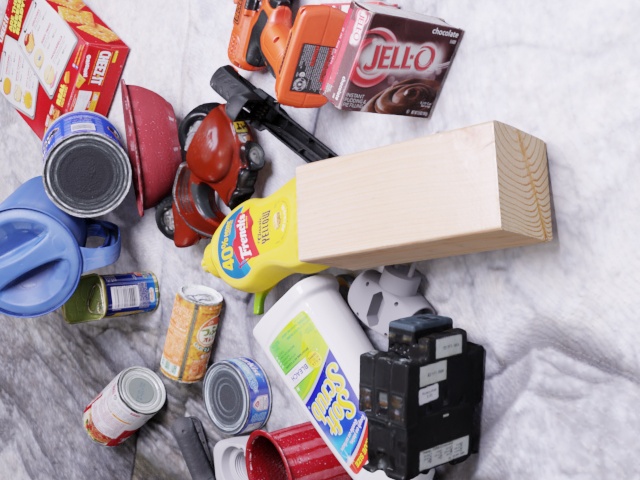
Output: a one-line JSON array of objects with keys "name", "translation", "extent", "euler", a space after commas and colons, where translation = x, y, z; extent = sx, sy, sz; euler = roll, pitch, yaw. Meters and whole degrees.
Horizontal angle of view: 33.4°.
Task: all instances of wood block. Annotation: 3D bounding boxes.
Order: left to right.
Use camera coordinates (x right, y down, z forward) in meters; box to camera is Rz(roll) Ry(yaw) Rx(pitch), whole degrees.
[{"name": "wood block", "translation": [0.085, -0.033, 0.928], "extent": [0.207, 0.090, 0.091], "euler": [-10, 77, 38]}]

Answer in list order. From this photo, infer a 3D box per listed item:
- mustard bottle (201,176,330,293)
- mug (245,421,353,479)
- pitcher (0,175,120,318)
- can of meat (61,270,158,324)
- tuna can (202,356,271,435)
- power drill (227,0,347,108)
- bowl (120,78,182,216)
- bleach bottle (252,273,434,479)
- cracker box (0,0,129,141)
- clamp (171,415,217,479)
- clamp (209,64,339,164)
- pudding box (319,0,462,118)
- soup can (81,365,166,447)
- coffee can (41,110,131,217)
[{"name": "mustard bottle", "translation": [-0.057, 0.001, 1.073], "extent": [0.192, 0.058, 0.096], "euler": [-22, 61, 45]}, {"name": "mug", "translation": [-0.021, 0.238, 1.084], "extent": [0.093, 0.081, 0.117], "euler": [45, 134, 43]}, {"name": "pitcher", "translation": [-0.340, -0.005, 1.324], "extent": [0.145, 0.149, 0.243], "euler": [-47, 15, 8]}, {"name": "can of meat", "translation": [-0.263, 0.070, 1.334], "extent": [0.102, 0.083, 0.057], "euler": [-12, 84, 47]}, {"name": "tuna can", "translation": [-0.095, 0.175, 1.200], "extent": [0.086, 0.033, 0.086], "euler": [4, 96, 46]}, {"name": "power drill", "translation": [-0.032, -0.229, 1.059], "extent": [0.188, 0.057, 0.185], "euler": [-122, 40, -51]}, {"name": "bowl", "translation": [-0.194, -0.111, 1.243], "extent": [0.162, 0.055, 0.162], "euler": [171, 90, -79]}, {"name": "bleach bottle", "translation": [0.038, 0.160, 1.027], "extent": [0.103, 0.067, 0.251], "euler": [-47, 69, 32]}, {"name": "cracker box", "translation": [-0.351, -0.237, 1.418], "extent": [0.214, 0.071, 0.164], "euler": [45, 123, 36]}, {"name": "clamp", "translation": [-0.130, 0.276, 1.225], "extent": [0.120, 0.039, 0.171], "euler": [-73, -36, -89]}, {"name": "clamp", "translation": [-0.066, -0.135, 1.082], "extent": [0.036, 0.164, 0.210], "euler": [-53, 44, 8]}, {"name": "pudding box", "translation": [0.063, -0.160, 0.953], "extent": [0.039, 0.113, 0.090], "euler": [43, 122, 40]}, {"name": "soup can", "translation": [-0.247, 0.208, 1.339], "extent": [0.102, 0.068, 0.068], "euler": [-42, 63, 39]}, {"name": "coffee can", "translation": [-0.286, -0.095, 1.296], "extent": [0.140, 0.102, 0.103], "euler": [-130, 48, -68]}]
